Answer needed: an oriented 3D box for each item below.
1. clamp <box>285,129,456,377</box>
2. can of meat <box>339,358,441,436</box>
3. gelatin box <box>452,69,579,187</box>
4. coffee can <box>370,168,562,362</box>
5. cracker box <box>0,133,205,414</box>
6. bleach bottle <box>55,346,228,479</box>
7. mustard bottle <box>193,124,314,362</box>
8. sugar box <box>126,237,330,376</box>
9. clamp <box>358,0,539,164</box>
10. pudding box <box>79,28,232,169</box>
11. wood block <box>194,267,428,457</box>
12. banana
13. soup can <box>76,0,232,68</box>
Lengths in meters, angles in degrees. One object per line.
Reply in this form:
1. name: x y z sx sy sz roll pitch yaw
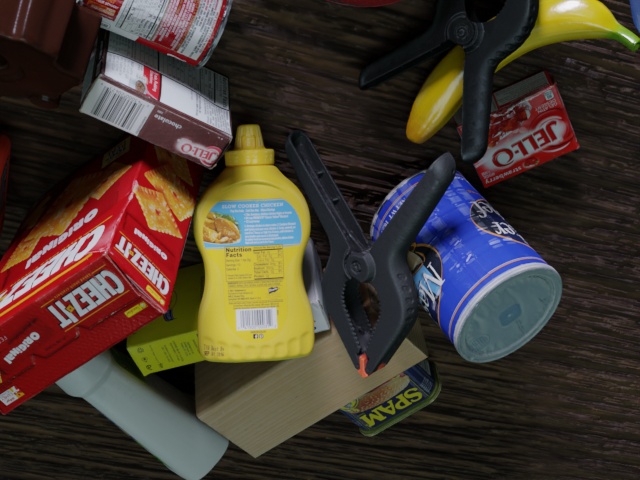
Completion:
1. clamp: 0.047 0.013 0.873 0.165 0.036 0.210 5 109 42
2. can of meat: 0.055 0.137 1.070 0.102 0.057 0.083 -33 124 20
3. gelatin box: 0.166 -0.094 0.903 0.089 0.030 0.073 -22 129 12
4. coffee can: 0.121 0.019 0.902 0.102 0.140 0.103 -20 138 -20
5. cracker box: -0.183 0.011 0.831 0.164 0.213 0.072 -32 114 21
6. bleach bottle: -0.187 0.135 0.984 0.068 0.103 0.250 -49 135 -8
7. mustard bottle: -0.056 0.001 0.877 0.096 0.058 0.191 -2 95 -5
8. sugar box: -0.084 0.057 0.962 0.176 0.093 0.048 -17 130 7
9. clamp: 0.103 -0.157 0.818 0.120 0.039 0.171 28 105 16
10. pudding box: -0.123 -0.112 0.816 0.113 0.090 0.039 25 121 -24
11. wood block: -0.013 0.108 1.014 0.206 0.090 0.090 -34 126 20
12. banana: 0.145 -0.144 0.838 0.198 0.069 0.037 -23 162 26
13. soup can: -0.123 -0.176 0.777 0.102 0.068 0.069 20 125 -21
